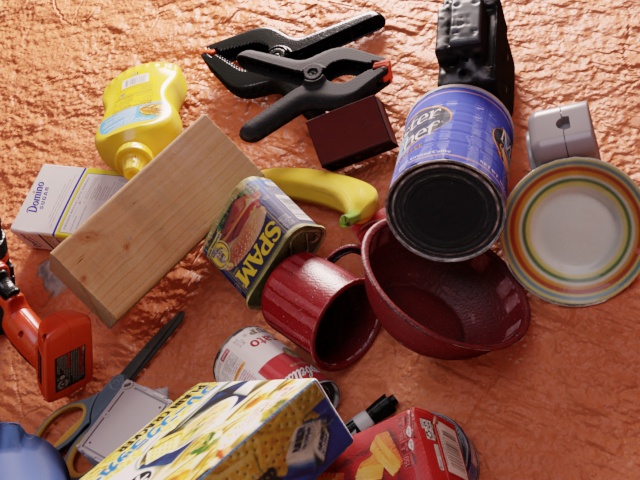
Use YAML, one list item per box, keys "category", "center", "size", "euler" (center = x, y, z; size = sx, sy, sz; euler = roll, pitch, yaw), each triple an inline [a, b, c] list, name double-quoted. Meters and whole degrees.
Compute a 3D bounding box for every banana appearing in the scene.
- category: "banana"
  center: [0.003, -0.049, 1.057]
  size: [0.198, 0.069, 0.037]
  euler: [24, 109, 58]

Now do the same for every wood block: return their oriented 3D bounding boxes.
- category: "wood block"
  center: [-0.163, -0.018, 1.067]
  size: [0.090, 0.091, 0.206]
  euler: [45, 72, -3]

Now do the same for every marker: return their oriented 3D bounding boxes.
- category: "marker"
  center: [0.018, 0.175, 0.945]
  size: [0.121, 0.020, 0.020]
  euler: [-36, 52, -1]

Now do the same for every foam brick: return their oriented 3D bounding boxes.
- category: "foam brick"
  center: [0.032, -0.108, 1.085]
  size: [0.078, 0.053, 0.051]
  euler: [-20, 85, 12]

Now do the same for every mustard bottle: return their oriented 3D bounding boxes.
- category: "mustard bottle"
  center: [-0.198, -0.125, 1.171]
  size: [0.096, 0.058, 0.191]
  euler: [-15, 36, 8]

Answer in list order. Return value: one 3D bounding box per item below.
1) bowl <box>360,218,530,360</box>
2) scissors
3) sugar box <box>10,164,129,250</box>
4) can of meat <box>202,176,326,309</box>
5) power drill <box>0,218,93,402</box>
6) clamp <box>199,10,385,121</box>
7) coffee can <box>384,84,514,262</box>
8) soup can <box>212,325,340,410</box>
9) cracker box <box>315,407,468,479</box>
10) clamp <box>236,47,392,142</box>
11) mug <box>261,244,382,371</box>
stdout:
- category: "bowl"
  center: [0.100, 0.051, 0.934]
  size: [0.162, 0.161, 0.055]
  euler: [61, 137, 37]
- category: "scissors"
  center: [-0.197, 0.161, 1.051]
  size: [0.201, 0.016, 0.096]
  euler: [-37, 54, -1]
- category: "sugar box"
  center: [-0.247, -0.031, 1.176]
  size: [0.176, 0.048, 0.093]
  euler: [6, 62, 30]
- category: "can of meat"
  center: [-0.057, 0.001, 1.024]
  size: [0.084, 0.057, 0.102]
  euler: [45, 112, 30]
- category: "power drill"
  center: [-0.303, 0.059, 1.075]
  size: [0.057, 0.184, 0.188]
  euler: [-27, 51, -34]
- category: "clamp"
  center: [-0.042, -0.187, 1.189]
  size: [0.210, 0.036, 0.164]
  euler: [4, 61, 21]
- category: "coffee can"
  center: [0.117, -0.062, 0.947]
  size: [0.103, 0.103, 0.140]
  euler: [-8, 32, 19]
- category: "soup can"
  center: [-0.041, 0.130, 0.969]
  size: [0.102, 0.068, 0.068]
  euler: [34, 77, 36]
- category: "cracker box"
  center: [0.021, 0.248, 0.832]
  size: [0.214, 0.072, 0.164]
  euler: [-30, 51, 24]
- category: "clamp"
  center: [-0.011, -0.155, 1.116]
  size: [0.171, 0.039, 0.120]
  euler: [-3, 63, 13]
- category: "mug"
  center: [0.007, 0.052, 0.984]
  size: [0.082, 0.093, 0.117]
  euler: [30, 79, 40]
